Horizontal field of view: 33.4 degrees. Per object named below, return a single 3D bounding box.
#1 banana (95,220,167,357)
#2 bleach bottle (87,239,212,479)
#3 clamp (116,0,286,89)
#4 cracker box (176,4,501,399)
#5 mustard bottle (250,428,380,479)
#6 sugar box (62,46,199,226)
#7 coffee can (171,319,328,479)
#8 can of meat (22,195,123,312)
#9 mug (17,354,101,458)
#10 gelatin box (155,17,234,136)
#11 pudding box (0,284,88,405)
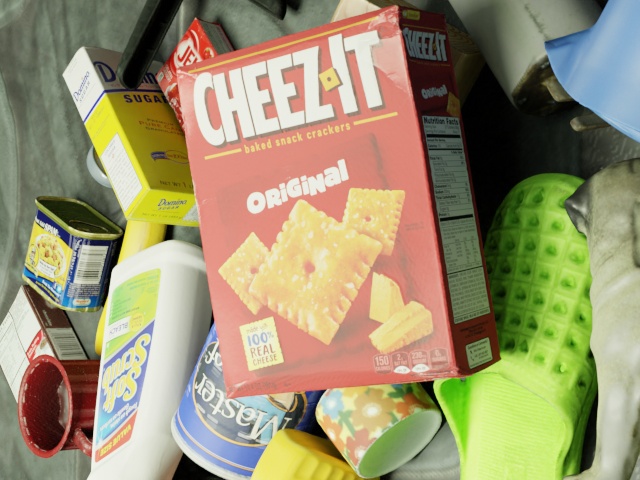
[{"bbox_3d":[-0.172,0.022,0.987,0.070,0.037,0.198,-146,70,-72],"label":"banana"},{"bbox_3d":[-0.138,0.130,0.865,0.103,0.068,0.251,-22,53,37],"label":"bleach bottle"},{"bbox_3d":[-0.103,-0.242,0.921,0.165,0.036,0.210,-13,64,25],"label":"clamp"},{"bbox_3d":[0.007,-0.018,0.649,0.164,0.072,0.214,-9,90,31],"label":"cracker box"},{"bbox_3d":[-0.038,0.231,0.758,0.058,0.096,0.191,30,91,44],"label":"mustard bottle"},{"bbox_3d":[-0.152,-0.092,0.934,0.048,0.093,0.176,-46,57,31],"label":"sugar box"},{"bbox_3d":[-0.040,0.096,0.798,0.103,0.102,0.140,39,113,40],"label":"coffee can"},{"bbox_3d":[-0.245,0.013,1.044,0.102,0.057,0.084,31,110,43],"label":"can of meat"},{"bbox_3d":[-0.215,0.158,0.983,0.117,0.081,0.093,41,115,39],"label":"mug"},{"bbox_3d":[-0.102,-0.138,0.931,0.073,0.030,0.089,-48,56,31],"label":"gelatin box"},{"bbox_3d":[-0.290,0.114,1.093,0.090,0.039,0.114,-56,50,27],"label":"pudding box"}]
